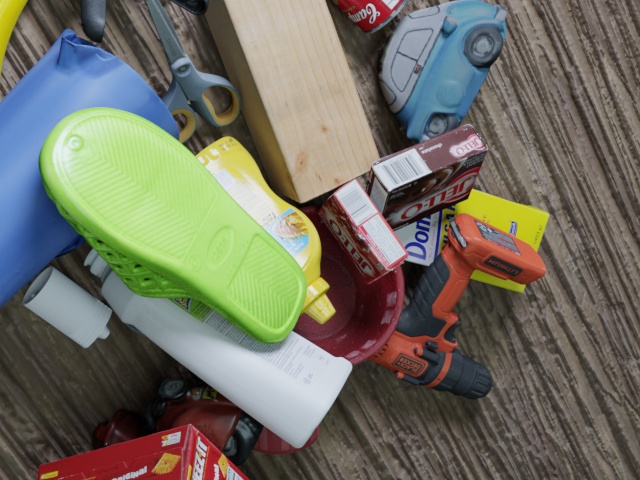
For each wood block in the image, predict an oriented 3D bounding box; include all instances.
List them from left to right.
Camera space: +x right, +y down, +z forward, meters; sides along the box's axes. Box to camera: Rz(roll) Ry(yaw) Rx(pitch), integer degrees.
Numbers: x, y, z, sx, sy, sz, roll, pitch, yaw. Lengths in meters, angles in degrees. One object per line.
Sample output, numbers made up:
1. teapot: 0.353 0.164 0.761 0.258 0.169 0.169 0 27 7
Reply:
1. wood block: -0.029 -0.151 0.992 0.090 0.091 0.206 -26 109 -15

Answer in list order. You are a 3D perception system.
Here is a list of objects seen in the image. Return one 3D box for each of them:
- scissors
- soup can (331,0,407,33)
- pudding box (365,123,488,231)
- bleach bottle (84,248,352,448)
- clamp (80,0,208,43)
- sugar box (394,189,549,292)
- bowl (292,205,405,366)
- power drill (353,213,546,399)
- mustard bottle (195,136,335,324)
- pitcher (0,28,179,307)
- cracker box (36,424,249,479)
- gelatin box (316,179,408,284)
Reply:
1. scissors: -0.134 -0.138 0.933 0.096 0.016 0.201 -37 153 8
2. soup can: 0.030 -0.254 1.006 0.102 0.069 0.068 40 85 -24
3. pudding box: 0.097 -0.056 1.018 0.113 0.090 0.039 -21 64 -17
4. bleach bottle: -0.097 0.079 0.955 0.251 0.102 0.068 34 113 3
5. clamp: -0.186 -0.237 0.891 0.171 0.039 0.120 47 45 9
6. sugar box: 0.146 -0.011 1.117 0.176 0.048 0.093 14 96 -25
7. bowl: -0.002 0.050 1.047 0.162 0.055 0.162 3 77 -13
8. power drill: 0.144 0.075 1.095 0.184 0.057 0.188 24 115 -26
9. mustard bottle: -0.056 0.001 0.985 0.096 0.058 0.192 -41 82 -17
10. pitcher: -0.240 -0.043 0.895 0.149 0.145 0.242 46 74 -18
11. cracker box: -0.135 0.267 0.977 0.164 0.072 0.213 -18 134 20
12. gelatin box: 0.038 -0.006 1.001 0.030 0.073 0.089 -34 87 -17
